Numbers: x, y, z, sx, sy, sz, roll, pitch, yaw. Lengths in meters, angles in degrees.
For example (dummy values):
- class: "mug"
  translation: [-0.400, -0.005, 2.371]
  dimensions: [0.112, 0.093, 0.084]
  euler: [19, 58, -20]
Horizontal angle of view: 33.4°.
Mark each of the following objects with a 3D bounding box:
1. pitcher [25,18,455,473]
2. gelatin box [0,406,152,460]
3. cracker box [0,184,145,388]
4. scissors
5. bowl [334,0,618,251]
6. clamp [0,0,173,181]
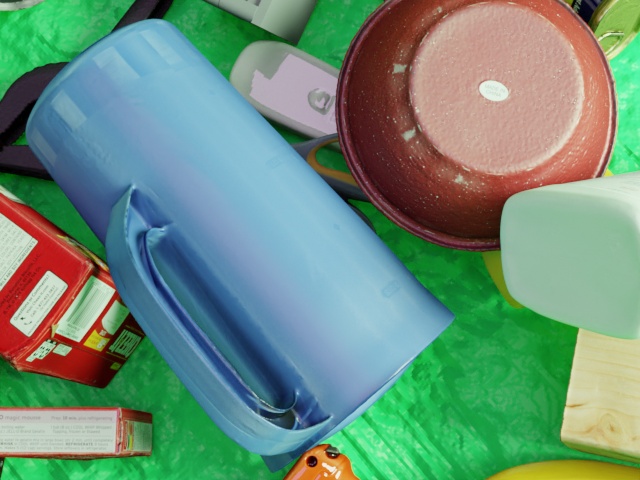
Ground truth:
- class: "pitcher"
  translation: [-0.054, 0.001, 0.587]
  dimensions: [0.145, 0.149, 0.243]
  euler: [-40, 86, -15]
- class: "gelatin box"
  translation: [-0.151, 0.115, 0.633]
  dimensions: [0.089, 0.073, 0.030]
  euler: [-2, 78, 5]
- class: "cracker box"
  translation: [-0.209, -0.005, 0.618]
  dimensions: [0.214, 0.164, 0.072]
  euler: [35, 83, 10]
- class: "scissors"
  translation: [-0.040, -0.038, 0.666]
  dimensions: [0.202, 0.016, 0.096]
  euler: [9, 106, 10]
- class: "bowl"
  translation: [0.089, -0.076, 0.574]
  dimensions: [0.162, 0.055, 0.162]
  euler: [0, 85, -2]
- class: "clamp"
  translation: [-0.146, -0.098, 0.696]
  dimensions: [0.171, 0.039, 0.120]
  euler: [-16, 72, -5]
